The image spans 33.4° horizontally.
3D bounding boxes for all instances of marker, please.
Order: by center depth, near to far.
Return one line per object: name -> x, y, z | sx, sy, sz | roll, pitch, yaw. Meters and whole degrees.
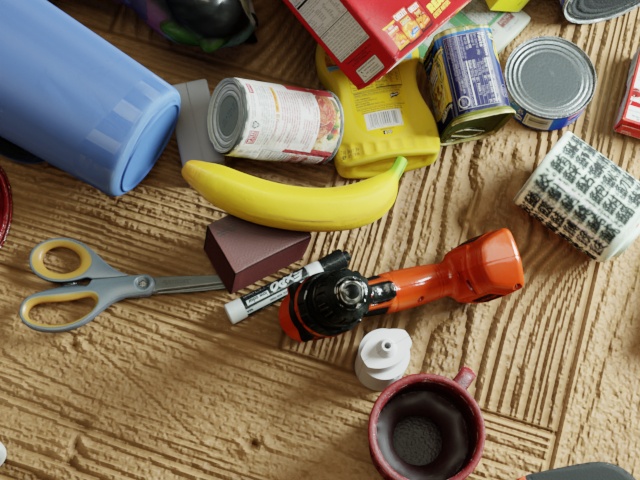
marker -> -0.028, 0.039, 0.944 | 0.121, 0.020, 0.020 | -26, 74, -9

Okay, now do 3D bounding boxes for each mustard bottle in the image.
mustard bottle -> 0.046, -0.156, 0.991 | 0.096, 0.058, 0.191 | -10, 72, -2

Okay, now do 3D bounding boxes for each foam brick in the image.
foam brick -> -0.056, 0.001, 0.935 | 0.078, 0.051, 0.053 | -26, 73, -18

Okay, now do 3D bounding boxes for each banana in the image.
banana -> -0.018, -0.038, 0.910 | 0.197, 0.037, 0.069 | 0, 47, -10

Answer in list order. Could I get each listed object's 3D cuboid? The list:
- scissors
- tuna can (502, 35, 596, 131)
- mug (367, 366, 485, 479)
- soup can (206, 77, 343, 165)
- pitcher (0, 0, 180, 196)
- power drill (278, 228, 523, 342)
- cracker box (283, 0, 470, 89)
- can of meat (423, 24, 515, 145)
scissors -> -0.170, 0.025, 0.947 | 0.201, 0.016, 0.096 | -17, 69, -12
tuna can -> 0.213, -0.147, 1.005 | 0.086, 0.034, 0.086 | 0, 71, -1
mug -> 0.089, 0.153, 0.876 | 0.093, 0.081, 0.117 | 33, 74, 9
soup can -> -0.040, -0.104, 0.938 | 0.102, 0.069, 0.068 | 3, 68, -34
pitcher -> -0.250, -0.135, 0.920 | 0.243, 0.149, 0.145 | 32, 88, 3
power drill -> 0.066, 0.037, 0.872 | 0.187, 0.185, 0.057 | -11, 85, -15
cracker box -> 0.026, -0.260, 0.934 | 0.213, 0.072, 0.164 | 49, 54, -5
can of meat -> 0.130, -0.139, 0.957 | 0.057, 0.102, 0.084 | -12, 83, -5
